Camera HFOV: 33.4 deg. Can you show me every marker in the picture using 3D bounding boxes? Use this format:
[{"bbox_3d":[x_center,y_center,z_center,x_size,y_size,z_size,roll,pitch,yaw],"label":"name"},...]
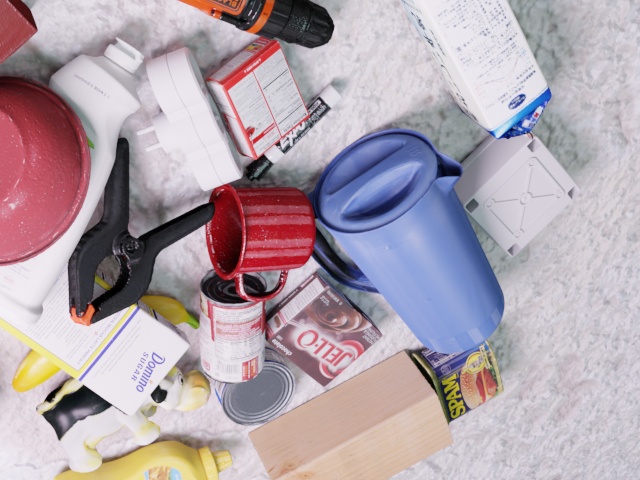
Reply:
[{"bbox_3d":[-0.028,-0.103,1.035,0.121,0.020,0.020,-44,127,7],"label":"marker"}]

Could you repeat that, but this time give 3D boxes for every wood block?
[{"bbox_3d":[0.036,0.227,1.224,0.206,0.091,0.090,-28,127,-7],"label":"wood block"}]

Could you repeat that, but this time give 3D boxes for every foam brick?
[{"bbox_3d":[-0.275,-0.170,0.858,0.078,0.053,0.051,-40,127,2],"label":"foam brick"}]

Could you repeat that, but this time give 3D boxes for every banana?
[{"bbox_3d":[-0.215,0.096,1.061,0.197,0.037,0.069,-18,124,-14],"label":"banana"}]

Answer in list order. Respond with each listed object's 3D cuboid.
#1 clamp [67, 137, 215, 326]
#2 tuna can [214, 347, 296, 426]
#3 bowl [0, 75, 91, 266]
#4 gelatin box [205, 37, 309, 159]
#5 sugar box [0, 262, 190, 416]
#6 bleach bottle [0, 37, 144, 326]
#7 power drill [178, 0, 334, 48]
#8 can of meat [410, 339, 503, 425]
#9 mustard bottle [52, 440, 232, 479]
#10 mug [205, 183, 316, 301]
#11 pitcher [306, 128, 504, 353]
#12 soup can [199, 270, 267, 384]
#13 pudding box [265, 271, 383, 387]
[{"bbox_3d":[-0.183,-0.005,0.972,0.120,0.039,0.171,43,66,-18],"label":"clamp"},{"bbox_3d":[-0.072,0.159,1.168,0.086,0.034,0.086,-12,124,-18],"label":"tuna can"},{"bbox_3d":[-0.271,-0.061,0.863,0.162,0.162,0.055,-40,169,3],"label":"bowl"},{"bbox_3d":[-0.057,-0.131,0.985,0.073,0.030,0.089,-42,131,-22],"label":"gelatin box"},{"bbox_3d":[-0.220,0.078,1.007,0.176,0.048,0.093,40,91,-21],"label":"sugar box"},{"bbox_3d":[-0.224,-0.057,0.921,0.102,0.068,0.251,33,91,-9],"label":"bleach bottle"},{"bbox_3d":[-0.038,-0.266,0.904,0.184,0.057,0.188,15,112,-31],"label":"power drill"},{"bbox_3d":[0.163,0.159,1.263,0.084,0.057,0.102,-27,128,-11],"label":"can of meat"},{"bbox_3d":[-0.189,0.268,1.167,0.191,0.058,0.096,-16,124,-14],"label":"mustard bottle"},{"bbox_3d":[-0.057,0.001,1.037,0.081,0.093,0.117,-3,93,-29],"label":"mug"},{"bbox_3d":[0.092,0.013,1.105,0.145,0.149,0.242,-46,132,-12],"label":"pitcher"},{"bbox_3d":[-0.090,0.088,1.094,0.068,0.068,0.102,-9,123,-19],"label":"soup can"},{"bbox_3d":[0.001,0.097,1.160,0.090,0.039,0.113,-43,127,5],"label":"pudding box"}]
